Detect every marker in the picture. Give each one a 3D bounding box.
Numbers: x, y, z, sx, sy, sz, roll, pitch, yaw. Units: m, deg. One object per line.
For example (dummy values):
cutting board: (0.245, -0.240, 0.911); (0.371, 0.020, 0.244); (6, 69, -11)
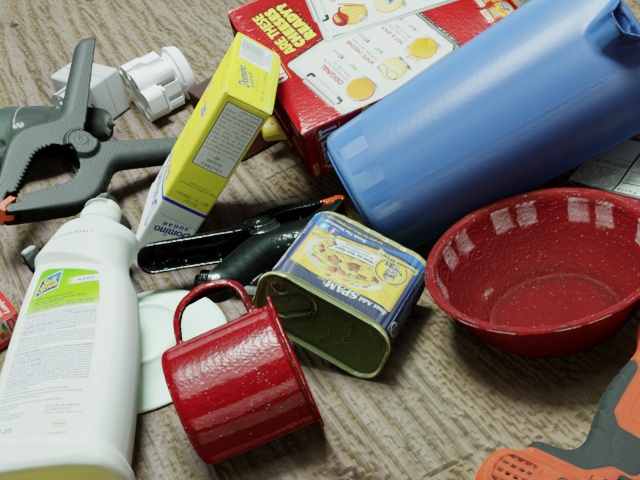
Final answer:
marker: (-0.042, 0.035, 0.823); (0.121, 0.020, 0.020); (3, 41, 21)

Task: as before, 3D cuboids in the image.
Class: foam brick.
foam brick: (-0.079, -0.119, 1.003); (0.053, 0.051, 0.078); (-33, 41, -22)

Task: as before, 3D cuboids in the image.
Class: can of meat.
can of meat: (0.017, 0.035, 0.754); (0.102, 0.057, 0.083); (28, 47, 9)

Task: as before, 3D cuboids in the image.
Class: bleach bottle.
bleach bottle: (-0.167, 0.067, 0.757); (0.102, 0.068, 0.251); (-7, 47, 10)

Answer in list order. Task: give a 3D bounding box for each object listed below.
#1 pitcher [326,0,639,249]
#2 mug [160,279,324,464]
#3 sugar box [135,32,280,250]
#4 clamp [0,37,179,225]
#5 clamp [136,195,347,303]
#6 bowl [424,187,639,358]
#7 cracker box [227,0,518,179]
pitcher: (0.133, -0.090, 0.817); (0.243, 0.149, 0.145); (-30, 38, 6)
mug: (-0.057, 0.083, 0.697); (0.081, 0.117, 0.093); (-23, -1, -3)
sugar box: (-0.093, -0.071, 0.859); (0.048, 0.176, 0.093); (27, 36, -17)
clamp: (-0.219, -0.090, 0.955); (0.164, 0.036, 0.209); (45, 56, 10)
clamp: (-0.055, 0.001, 0.834); (0.120, 0.039, 0.171); (18, 30, 41)
bowl: (0.155, 0.030, 0.727); (0.162, 0.055, 0.162); (-13, 33, 8)
cracker box: (0.052, -0.164, 0.911); (0.213, 0.072, 0.164); (-25, 55, -7)
